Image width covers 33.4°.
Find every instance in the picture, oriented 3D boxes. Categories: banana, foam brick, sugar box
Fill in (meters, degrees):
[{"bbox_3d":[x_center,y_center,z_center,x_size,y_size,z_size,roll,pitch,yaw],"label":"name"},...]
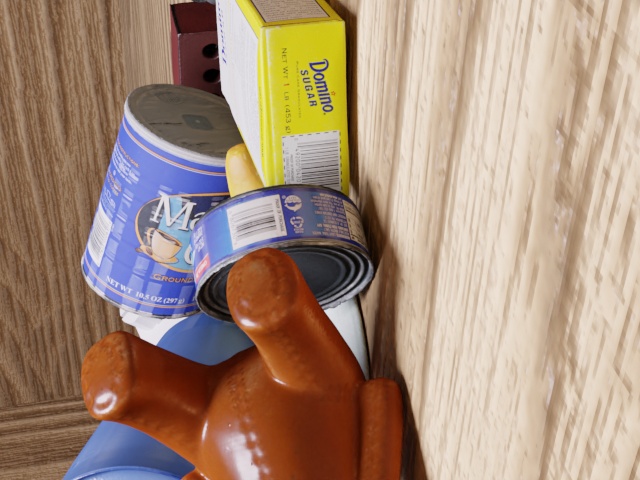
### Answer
[{"bbox_3d":[-0.039,0.012,0.676,0.037,0.069,0.198,-57,-6,-29],"label":"banana"},{"bbox_3d":[-0.087,-0.140,0.828,0.051,0.053,0.078,-110,17,-47],"label":"foam brick"},{"bbox_3d":[-0.024,-0.096,0.575,0.176,0.048,0.093,-111,17,-61],"label":"sugar box"}]

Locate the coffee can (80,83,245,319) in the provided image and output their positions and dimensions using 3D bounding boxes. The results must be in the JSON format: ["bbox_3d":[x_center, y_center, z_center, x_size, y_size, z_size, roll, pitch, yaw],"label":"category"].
[{"bbox_3d":[-0.109,-0.028,0.779,0.103,0.102,0.140,-112,38,-52],"label":"coffee can"}]

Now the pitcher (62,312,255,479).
[{"bbox_3d":[-0.076,0.135,0.686,0.242,0.149,0.145,-74,-11,-68],"label":"pitcher"}]

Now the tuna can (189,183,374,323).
[{"bbox_3d":[-0.019,0.008,0.512,0.086,0.086,0.034,104,157,-61],"label":"tuna can"}]
